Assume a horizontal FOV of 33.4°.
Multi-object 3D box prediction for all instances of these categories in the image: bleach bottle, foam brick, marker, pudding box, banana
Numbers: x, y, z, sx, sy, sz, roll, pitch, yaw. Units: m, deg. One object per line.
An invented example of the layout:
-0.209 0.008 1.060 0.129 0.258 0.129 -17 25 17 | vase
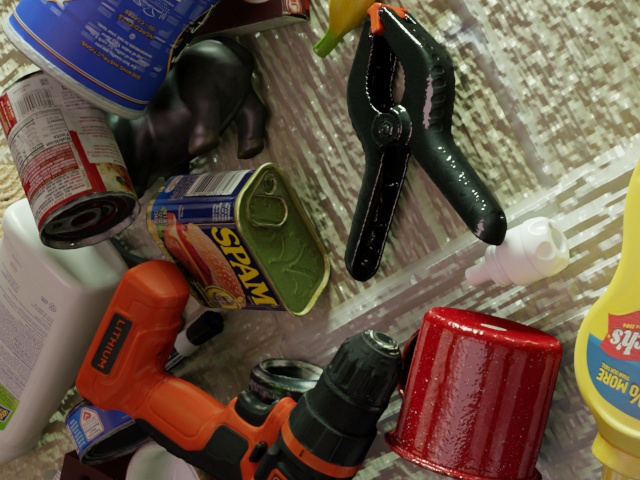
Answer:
-0.238 0.088 0.835 0.103 0.067 0.251 46 124 18 | bleach bottle
-0.164 0.199 0.809 0.053 0.051 0.078 19 103 31 | foam brick
-0.114 0.087 0.789 0.121 0.020 0.020 -38 72 29 | marker
-0.065 -0.186 0.731 0.114 0.039 0.090 -6 89 33 | pudding box
0.010 -0.221 0.681 0.070 0.037 0.198 -6 89 32 | banana

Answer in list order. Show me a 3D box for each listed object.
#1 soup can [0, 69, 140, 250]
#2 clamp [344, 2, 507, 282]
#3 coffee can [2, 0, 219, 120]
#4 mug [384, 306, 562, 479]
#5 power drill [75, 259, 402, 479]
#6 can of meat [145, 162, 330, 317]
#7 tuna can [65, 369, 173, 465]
-0.168 -0.054 0.705 0.069 0.068 0.102 -36 67 29 | soup can
0.046 -0.058 0.660 0.120 0.039 0.171 -26 67 36 | clamp
-0.117 -0.162 0.669 0.103 0.102 0.140 42 102 25 | coffee can
0.085 0.084 0.623 0.117 0.093 0.081 22 101 59 | mug
-0.055 0.093 0.658 0.188 0.057 0.185 37 111 23 | power drill
-0.055 0.001 0.703 0.084 0.057 0.102 -1 132 36 | can of meat
-0.139 0.127 0.768 0.086 0.085 0.034 -38 70 29 | tuna can
